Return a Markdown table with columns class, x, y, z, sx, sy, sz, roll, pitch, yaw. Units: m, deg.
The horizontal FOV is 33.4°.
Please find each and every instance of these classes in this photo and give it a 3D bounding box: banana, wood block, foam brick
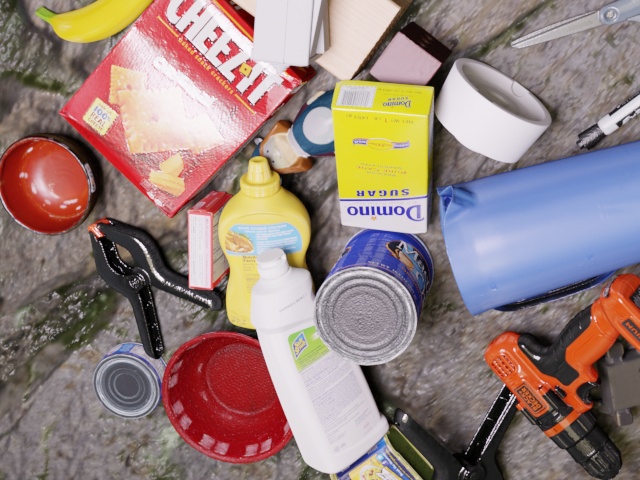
| class | x | y | z | sx | sy | sz | roll | pitch | yaw |
| --- | --- | --- | --- | --- | --- | --- | --- | --- | --- |
| banana | -0.209 | -0.258 | 1.102 | 0.198 | 0.037 | 0.069 | -29 | 100 | 20 |
| wood block | -0.024 | -0.253 | 1.032 | 0.206 | 0.090 | 0.091 | 36 | 112 | 0 |
| foam brick | 0.088 | -0.174 | 1.038 | 0.053 | 0.078 | 0.051 | 38 | 114 | -1 |

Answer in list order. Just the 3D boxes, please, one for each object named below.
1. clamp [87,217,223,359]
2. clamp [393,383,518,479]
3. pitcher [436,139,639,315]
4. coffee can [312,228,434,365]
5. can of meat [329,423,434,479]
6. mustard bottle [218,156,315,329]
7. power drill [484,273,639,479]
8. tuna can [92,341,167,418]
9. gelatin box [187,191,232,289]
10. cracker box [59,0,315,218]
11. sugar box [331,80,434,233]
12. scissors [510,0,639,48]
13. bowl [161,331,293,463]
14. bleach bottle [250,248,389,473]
| class | x | y | z | sx | sy | sz | roll | pitch | yaw |
| --- | --- | --- | --- | --- | --- | --- | --- | --- | --- |
| clamp | -0.189 | 0.041 | 1.195 | 0.120 | 0.039 | 0.171 | -30 | 99 | 19 |
| clamp | 0.146 | 0.243 | 1.145 | 0.164 | 0.036 | 0.210 | -7 | 113 | -25 |
| pitcher | 0.244 | -0.014 | 1.037 | 0.243 | 0.149 | 0.145 | -16 | 89 | 14 |
| coffee can | 0.057 | 0.052 | 1.086 | 0.103 | 0.140 | 0.103 | 4 | 109 | 12 |
| can of meat | 0.076 | 0.268 | 1.199 | 0.084 | 0.057 | 0.102 | -39 | 96 | 19 |
| mustard bottle | -0.057 | 0.001 | 1.118 | 0.096 | 0.058 | 0.192 | -1 | 121 | 4 |
| power drill | 0.277 | 0.134 | 1.053 | 0.184 | 0.057 | 0.188 | 47 | 128 | 4 |
| tuna can | -0.221 | 0.164 | 1.247 | 0.086 | 0.033 | 0.086 | 4 | 109 | 12 |
| gelatin box | -0.118 | -0.001 | 1.146 | 0.030 | 0.073 | 0.089 | 5 | 109 | 12 |
| cracker box | -0.139 | -0.152 | 1.102 | 0.164 | 0.072 | 0.214 | 45 | 111 | -4 |
| sugar box | 0.063 | -0.078 | 1.047 | 0.093 | 0.048 | 0.176 | 7 | 141 | 11 |
| scissors | 0.292 | -0.202 | 1.013 | 0.202 | 0.016 | 0.096 | -31 | 99 | 21 |
| bowl | -0.095 | 0.168 | 1.206 | 0.162 | 0.055 | 0.162 | 4 | 109 | 12 |
| bleach bottle | -0.008 | 0.118 | 1.120 | 0.068 | 0.102 | 0.251 | 13 | 129 | 48 |
